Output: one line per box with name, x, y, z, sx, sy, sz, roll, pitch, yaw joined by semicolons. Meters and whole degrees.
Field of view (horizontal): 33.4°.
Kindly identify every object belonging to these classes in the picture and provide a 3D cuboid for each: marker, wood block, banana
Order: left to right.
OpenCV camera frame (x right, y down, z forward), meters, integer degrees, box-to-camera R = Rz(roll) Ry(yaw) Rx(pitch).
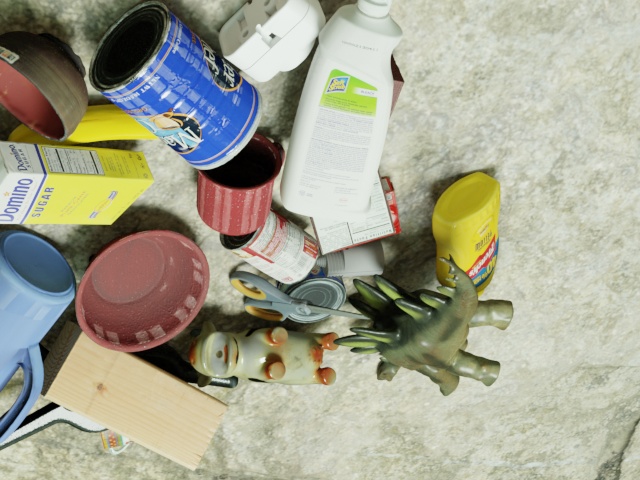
banana;-0.238;-0.112;1.092;0.197;0.037;0.069;-12;164;-2
marker;-0.267;0.061;1.269;0.020;0.020;0.121;-2;135;-16
wood block;-0.229;0.187;1.289;0.206;0.090;0.091;33;79;-23

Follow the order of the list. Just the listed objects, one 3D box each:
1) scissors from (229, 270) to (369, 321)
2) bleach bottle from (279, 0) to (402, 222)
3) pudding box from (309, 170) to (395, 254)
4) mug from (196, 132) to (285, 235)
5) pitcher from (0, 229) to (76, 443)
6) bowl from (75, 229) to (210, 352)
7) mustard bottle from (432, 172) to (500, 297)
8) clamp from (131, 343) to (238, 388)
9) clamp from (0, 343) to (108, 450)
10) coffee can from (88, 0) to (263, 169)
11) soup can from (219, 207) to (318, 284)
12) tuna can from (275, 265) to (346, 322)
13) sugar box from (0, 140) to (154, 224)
scissors;-0.036;0.067;1.271;0.202;0.016;0.096;-8;133;50
bleach bottle;0.031;-0.135;1.057;0.102;0.068;0.251;8;130;-12
pudding box;0.028;-0.049;1.206;0.090;0.039;0.113;-17;114;-2
mug;-0.084;-0.066;1.157;0.117;0.093;0.081;-38;154;-34
pitcher;-0.377;0.112;1.199;0.149;0.145;0.243;31;116;-31
bowl;-0.211;0.047;1.226;0.161;0.055;0.162;-17;127;-24
mustard bottle;0.182;0.012;1.319;0.096;0.058;0.191;-43;146;-26
clamp;-0.206;0.180;1.397;0.171;0.039;0.120;31;120;-30
clamp;-0.311;0.182;1.324;0.209;0.036;0.164;1;104;-21
coffee can;-0.138;-0.148;1.034;0.103;0.103;0.140;-34;134;18
soup can;-0.058;0.002;1.238;0.069;0.068;0.102;-38;134;21
tuna can;-0.011;0.064;1.342;0.086;0.034;0.086;-9;136;-9
sugar box;-0.266;-0.055;1.079;0.175;0.048;0.093;-4;152;-48
